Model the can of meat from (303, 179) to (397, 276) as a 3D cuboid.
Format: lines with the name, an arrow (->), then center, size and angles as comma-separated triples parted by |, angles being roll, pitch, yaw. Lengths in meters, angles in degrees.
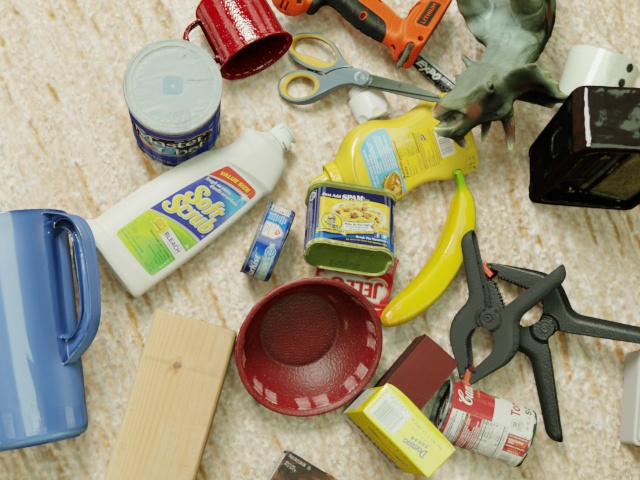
can of meat -> 0.032, -0.013, 1.174 | 0.102, 0.057, 0.084 | 8, 54, -6

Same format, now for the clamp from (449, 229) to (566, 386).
clamp -> 0.183, 0.075, 1.185 | 0.120, 0.039, 0.171 | 33, 103, 25

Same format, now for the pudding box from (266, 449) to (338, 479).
pudding box -> -0.013, 0.292, 1.150 | 0.113, 0.039, 0.090 | 32, 79, 1

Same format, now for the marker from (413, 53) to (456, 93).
marker -> 0.128, -0.203, 1.264 | 0.121, 0.020, 0.020 | 41, 78, 3

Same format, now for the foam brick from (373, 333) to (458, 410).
foam brick -> 0.106, 0.149, 1.181 | 0.051, 0.053, 0.078 | 42, 78, 3

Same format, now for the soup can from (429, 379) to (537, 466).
soup can -> 0.177, 0.201, 1.171 | 0.102, 0.068, 0.068 | 20, 78, -2

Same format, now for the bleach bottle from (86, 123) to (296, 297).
bleach bottle -> -0.135, -0.051, 1.179 | 0.250, 0.068, 0.102 | -39, 114, -12

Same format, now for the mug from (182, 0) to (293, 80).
mug -> -0.101, -0.237, 1.212 | 0.117, 0.093, 0.081 | -26, 78, -14

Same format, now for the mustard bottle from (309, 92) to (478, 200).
mustard bottle -> 0.079, -0.094, 1.217 | 0.191, 0.058, 0.096 | -22, 107, -8

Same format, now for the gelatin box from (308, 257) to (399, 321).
gelatin box -> 0.037, 0.046, 1.204 | 0.089, 0.030, 0.073 | 15, 79, -3

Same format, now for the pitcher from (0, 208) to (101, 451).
pitcher -> -0.304, 0.089, 1.109 | 0.144, 0.149, 0.243 | -8, 84, -21

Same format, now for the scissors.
scissors -> 0.031, -0.171, 1.214 | 0.202, 0.016, 0.096 | 35, 90, 25

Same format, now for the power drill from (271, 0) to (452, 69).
power drill -> 0.056, -0.297, 1.242 | 0.187, 0.057, 0.184 | 30, 62, 1

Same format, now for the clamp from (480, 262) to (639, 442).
clamp -> 0.264, 0.096, 1.196 | 0.164, 0.036, 0.210 | -39, 76, 9

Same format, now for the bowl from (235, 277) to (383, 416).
bowl -> -0.017, 0.107, 1.156 | 0.162, 0.055, 0.162 | -4, 108, -13

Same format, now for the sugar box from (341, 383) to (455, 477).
sugar box -> 0.075, 0.197, 1.106 | 0.048, 0.176, 0.093 | -43, 86, -13

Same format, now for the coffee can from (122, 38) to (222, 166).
coffee can -> -0.159, -0.147, 1.163 | 0.102, 0.140, 0.103 | 1, 80, -6

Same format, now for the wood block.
wood block -> -0.159, 0.187, 1.129 | 0.091, 0.090, 0.206 | 16, 79, -2

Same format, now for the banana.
banana -> 0.131, 0.019, 1.207 | 0.069, 0.037, 0.197 | 32, 77, -26

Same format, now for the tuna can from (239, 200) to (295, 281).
tuna can -> -0.058, 0.001, 1.175 | 0.033, 0.086, 0.086 | 22, 78, -4
